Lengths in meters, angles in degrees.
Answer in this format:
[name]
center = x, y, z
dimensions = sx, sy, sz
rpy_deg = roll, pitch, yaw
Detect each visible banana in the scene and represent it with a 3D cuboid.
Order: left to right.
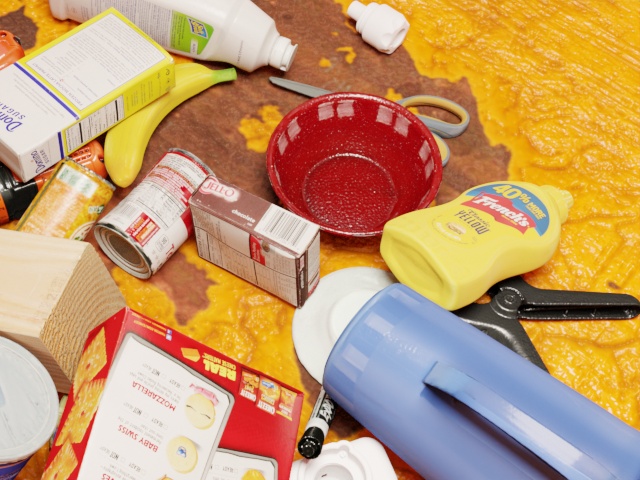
[banana]
center = -0.156, -0.118, 1.004
dimensions = 0.070, 0.037, 0.197
rpy_deg = 7, 43, 30

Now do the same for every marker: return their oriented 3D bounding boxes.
[marker]
center = 0.001, 0.140, 0.841
dimensions = 0.020, 0.020, 0.121
rpy_deg = 16, 16, 5

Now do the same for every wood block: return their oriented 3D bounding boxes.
[wood block]
center = -0.273, 0.047, 0.847
dimensions = 0.206, 0.091, 0.090
rpy_deg = 8, 55, 20

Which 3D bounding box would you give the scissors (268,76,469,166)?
[scissors]
center = 0.046, -0.115, 1.047
dimensions = 0.201, 0.016, 0.096
rpy_deg = 5, 58, -1

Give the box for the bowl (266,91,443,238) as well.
[bowl]
center = 0.029, -0.059, 0.988
dimensions = 0.162, 0.055, 0.162
rpy_deg = 2, 58, -3

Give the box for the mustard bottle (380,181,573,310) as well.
[mustard bottle]
center = 0.152, -0.007, 0.934
dimensions = 0.191, 0.058, 0.096
rpy_deg = -22, 46, -32

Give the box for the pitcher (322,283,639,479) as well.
[pitcher]
center = 0.122, 0.136, 0.805
dimensions = 0.243, 0.149, 0.144
rpy_deg = 35, 36, 18

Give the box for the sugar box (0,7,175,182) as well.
[sugar box]
center = -0.225, -0.134, 0.959
dimensions = 0.093, 0.048, 0.176
rpy_deg = 40, 62, 21

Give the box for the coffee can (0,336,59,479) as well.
[coffee can]
center = -0.265, 0.147, 0.770
dimensions = 0.102, 0.140, 0.103
rpy_deg = 26, 38, -22

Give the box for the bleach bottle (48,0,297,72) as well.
[bleach bottle]
center = -0.144, -0.224, 1.062
dimensions = 0.251, 0.103, 0.068
rpy_deg = 23, 63, 2

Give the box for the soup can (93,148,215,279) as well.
[soup can]
center = -0.143, -0.024, 0.946
dimensions = 0.068, 0.068, 0.102
rpy_deg = 32, 62, 14

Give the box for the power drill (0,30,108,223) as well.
[power drill]
center = -0.312, -0.097, 0.985
dimensions = 0.184, 0.057, 0.188
rpy_deg = -21, 65, -21

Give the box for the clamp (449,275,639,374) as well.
[clamp]
center = 0.171, 0.058, 0.938
dimensions = 0.210, 0.036, 0.164
rpy_deg = 35, 53, 20

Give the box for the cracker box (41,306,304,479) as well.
[cracker box]
center = -0.109, 0.178, 0.753
dimensions = 0.164, 0.072, 0.213
rpy_deg = 30, 52, -26

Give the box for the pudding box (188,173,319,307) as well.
[pudding box]
center = -0.056, 0.001, 0.921
dimensions = 0.113, 0.090, 0.039
rpy_deg = 28, 62, 17
